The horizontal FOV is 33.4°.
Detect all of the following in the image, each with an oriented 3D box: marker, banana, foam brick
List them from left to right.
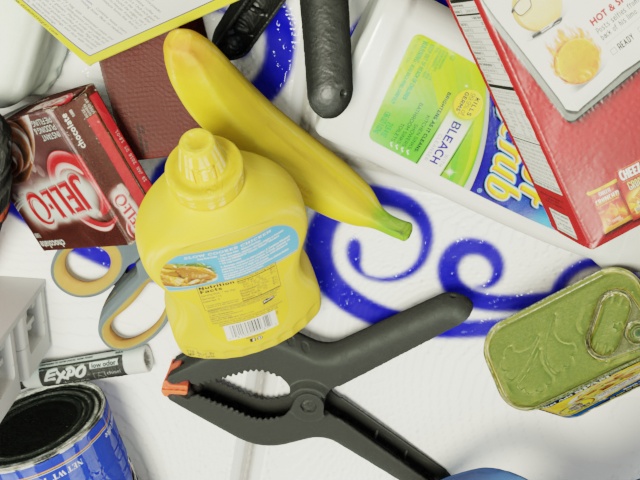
[{"bbox_3d":[-0.176,0.091,0.746,0.121,0.020,0.020,-10,114,12],"label":"marker"},{"bbox_3d":[-0.093,-0.093,0.628,0.053,0.051,0.078,-6,114,11],"label":"foam brick"},{"bbox_3d":[-0.026,-0.060,0.608,0.070,0.037,0.197,2,153,49],"label":"banana"}]

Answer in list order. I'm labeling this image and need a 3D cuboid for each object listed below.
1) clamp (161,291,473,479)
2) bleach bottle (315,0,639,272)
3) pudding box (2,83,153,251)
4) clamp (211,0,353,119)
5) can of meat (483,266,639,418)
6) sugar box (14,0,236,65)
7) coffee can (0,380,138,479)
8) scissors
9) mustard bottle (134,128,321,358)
[{"bbox_3d":[0.000,0.109,0.721,0.210,0.036,0.164,-2,118,9],"label":"clamp"},{"bbox_3d":[0.128,-0.054,0.612,0.250,0.068,0.103,24,112,-7],"label":"bleach bottle"},{"bbox_3d":[-0.152,-0.041,0.639,0.114,0.039,0.090,-2,121,51],"label":"pudding box"},{"bbox_3d":[-0.001,-0.151,0.564,0.120,0.039,0.172,42,123,36],"label":"clamp"},{"bbox_3d":[0.163,0.066,0.646,0.102,0.057,0.083,-31,153,21],"label":"can of meat"},{"bbox_3d":[-0.074,-0.155,0.521,0.176,0.048,0.093,-18,143,26],"label":"sugar box"},{"bbox_3d":[-0.176,0.184,0.745,0.103,0.102,0.140,-11,113,13],"label":"coffee can"},{"bbox_3d":[-0.105,-0.013,0.688,0.096,0.016,0.202,30,114,-6],"label":"scissors"},{"bbox_3d":[-0.054,0.000,0.609,0.096,0.058,0.191,-16,149,-5],"label":"mustard bottle"}]
